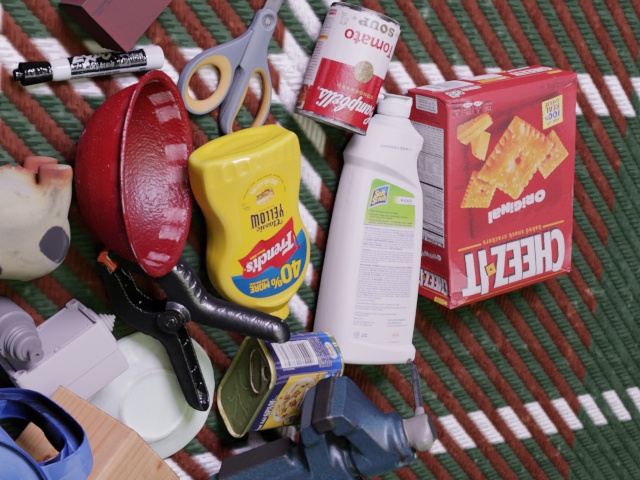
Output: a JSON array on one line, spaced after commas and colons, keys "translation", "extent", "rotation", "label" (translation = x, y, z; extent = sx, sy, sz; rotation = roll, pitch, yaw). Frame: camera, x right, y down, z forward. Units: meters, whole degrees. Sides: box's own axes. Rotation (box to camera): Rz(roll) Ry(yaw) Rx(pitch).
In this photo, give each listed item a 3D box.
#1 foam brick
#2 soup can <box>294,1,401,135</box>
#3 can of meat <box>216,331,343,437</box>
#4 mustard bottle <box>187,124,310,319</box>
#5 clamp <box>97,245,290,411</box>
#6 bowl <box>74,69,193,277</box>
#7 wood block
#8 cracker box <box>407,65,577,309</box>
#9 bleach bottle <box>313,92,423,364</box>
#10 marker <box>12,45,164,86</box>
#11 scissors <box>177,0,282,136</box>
[{"translation": [-0.152, -0.193, 0.827], "extent": [0.078, 0.051, 0.053], "rotation": [-51, 123, -10], "label": "foam brick"}, {"translation": [0.024, -0.151, 0.942], "extent": [0.068, 0.069, 0.102], "rotation": [16, 94, -35], "label": "soup can"}, {"translation": [-0.036, 0.129, 0.977], "extent": [0.083, 0.057, 0.102], "rotation": [-2, 136, -35], "label": "can of meat"}, {"translation": [-0.056, 0.001, 0.935], "extent": [0.096, 0.058, 0.191], "rotation": [-24, 123, -29], "label": "mustard bottle"}, {"translation": [-0.124, 0.070, 0.908], "extent": [0.171, 0.039, 0.120], "rotation": [36, 109, -6], "label": "clamp"}, {"translation": [-0.149, -0.052, 0.838], "extent": [0.055, 0.162, 0.162], "rotation": [1, 108, 11], "label": "bowl"}, {"translation": [-0.213, 0.227, 0.797], "extent": [0.206, 0.091, 0.090], "rotation": [-53, 146, -21], "label": "wood block"}, {"translation": [0.173, -0.055, 1.062], "extent": [0.163, 0.072, 0.214], "rotation": [-14, 112, -28], "label": "cracker box"}, {"translation": [0.058, -0.011, 1.009], "extent": [0.102, 0.068, 0.251], "rotation": [3, 100, -34], "label": "bleach bottle"}, {"translation": [-0.183, -0.138, 0.844], "extent": [0.120, 0.020, 0.020], "rotation": [-13, 111, -28], "label": "marker"}, {"translation": [-0.065, -0.183, 0.907], "extent": [0.096, 0.016, 0.202], "rotation": [6, 101, -33], "label": "scissors"}]
